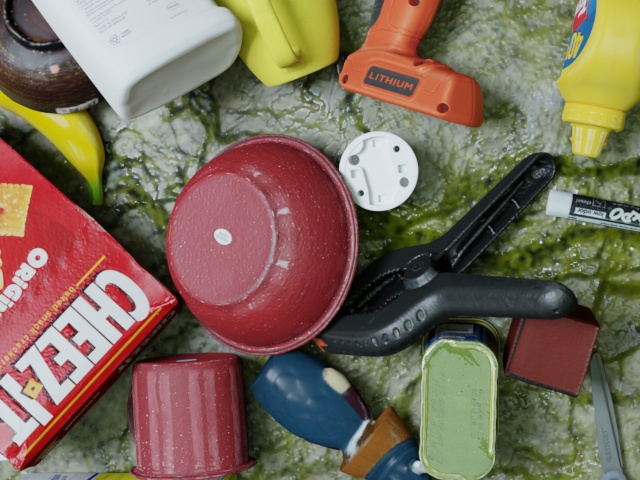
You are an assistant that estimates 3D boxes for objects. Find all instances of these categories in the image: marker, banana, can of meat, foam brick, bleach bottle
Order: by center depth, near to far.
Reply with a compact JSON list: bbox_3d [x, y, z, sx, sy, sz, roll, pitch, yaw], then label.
[{"bbox_3d":[-0.163,-0.206,0.723,0.102,0.068,0.251,-32,77,-18],"label":"bleach bottle"},{"bbox_3d":[0.158,0.070,0.741,0.051,0.078,0.053,16,99,7],"label":"foam brick"},{"bbox_3d":[0.098,0.110,0.751,0.057,0.084,0.102,1,94,9],"label":"can of meat"},{"bbox_3d":[0.221,-0.016,0.753,0.121,0.020,0.020,11,96,8],"label":"marker"},{"bbox_3d":[-0.237,-0.104,0.813,0.198,0.037,0.070,33,98,5],"label":"banana"}]

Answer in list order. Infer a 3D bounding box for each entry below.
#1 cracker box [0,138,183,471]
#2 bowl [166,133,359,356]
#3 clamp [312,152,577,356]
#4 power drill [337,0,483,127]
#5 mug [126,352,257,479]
[{"bbox_3d":[-0.232,0.033,0.765,0.214,0.072,0.164,42,83,2],"label":"cracker box"},{"bbox_3d":[-0.055,0.001,0.752,0.162,0.055,0.162,-3,85,31],"label":"bowl"},{"bbox_3d":[0.082,0.021,0.744,0.210,0.164,0.036,-24,120,30],"label":"clamp"},{"bbox_3d":[0.096,-0.174,0.712,0.185,0.057,0.188,22,100,40],"label":"power drill"},{"bbox_3d":[-0.104,0.127,0.791,0.117,0.093,0.081,-5,89,46],"label":"mug"}]
